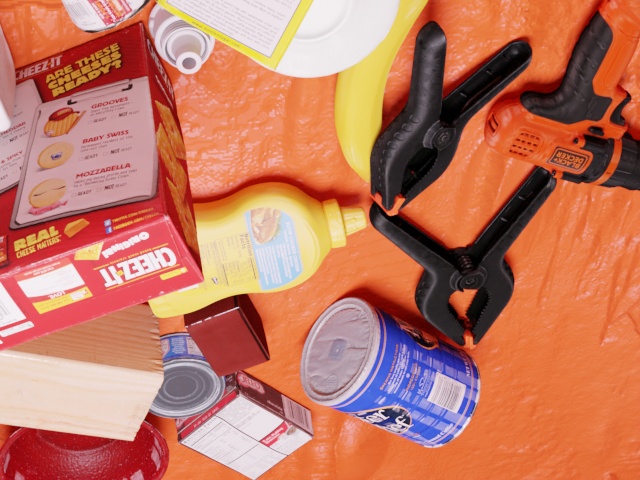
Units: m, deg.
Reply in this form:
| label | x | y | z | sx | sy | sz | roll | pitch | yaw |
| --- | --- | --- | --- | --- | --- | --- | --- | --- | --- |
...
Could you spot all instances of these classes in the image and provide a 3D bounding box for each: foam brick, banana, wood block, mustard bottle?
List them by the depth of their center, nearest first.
| label | x | y | z | sx | sy | sz | roll | pitch | yaw |
| --- | --- | --- | --- | --- | --- | --- | --- | --- | --- |
| banana | 0.046 | -0.124 | 0.820 | 0.069 | 0.037 | 0.198 | 7 | 129 | -19 |
| mustard bottle | -0.056 | 0.001 | 0.891 | 0.191 | 0.058 | 0.096 | -12 | 121 | -3 |
| wood block | -0.247 | 0.097 | 0.908 | 0.205 | 0.091 | 0.090 | 13 | 127 | -23 |
| foam brick | -0.085 | 0.074 | 0.954 | 0.051 | 0.053 | 0.078 | -21 | 131 | 5 |

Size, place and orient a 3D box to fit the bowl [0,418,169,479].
| label | x | y | z | sx | sy | sz | roll | pitch | yaw |
| --- | --- | --- | --- | --- | --- | --- | --- | --- | --- |
| bowl | -0.228 | 0.195 | 1.023 | 0.162 | 0.055 | 0.162 | -7 | 132 | -8 |

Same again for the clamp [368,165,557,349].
| label | x | y | z | sx | sy | sz | roll | pitch | yaw |
| --- | --- | --- | --- | --- | --- | --- | --- | --- | --- |
| clamp | 0.140 | 0.019 | 0.970 | 0.164 | 0.036 | 0.210 | -17 | 135 | 2 |

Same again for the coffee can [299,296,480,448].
| label | x | y | z | sx | sy | sz | roll | pitch | yaw |
| --- | --- | --- | --- | --- | --- | --- | --- | --- | --- |
| coffee can | 0.066 | 0.125 | 1.002 | 0.140 | 0.103 | 0.103 | 27 | 120 | -32 |

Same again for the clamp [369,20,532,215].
| label | x | y | z | sx | sy | sz | roll | pitch | yaw |
| --- | --- | --- | --- | --- | --- | --- | --- | --- | --- |
| clamp | 0.096 | -0.095 | 0.841 | 0.120 | 0.039 | 0.172 | -3 | 134 | -32 |

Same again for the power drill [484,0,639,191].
| label | x | y | z | sx | sy | sz | roll | pitch | yaw |
| --- | --- | --- | --- | --- | --- | --- | --- | --- | --- |
| power drill | 0.248 | -0.123 | 0.856 | 0.184 | 0.057 | 0.188 | 12 | 127 | -23 |

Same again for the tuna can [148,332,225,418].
| label | x | y | z | sx | sy | sz | roll | pitch | yaw |
| --- | --- | --- | --- | --- | --- | --- | --- | --- | --- |
| tuna can | -0.132 | 0.128 | 1.002 | 0.086 | 0.034 | 0.086 | -7 | 132 | -8 |

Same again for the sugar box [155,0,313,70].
| label | x | y | z | sx | sy | sz | roll | pitch | yaw |
| --- | --- | --- | --- | --- | --- | --- | --- | --- | --- |
| sugar box | -0.027 | -0.211 | 0.694 | 0.093 | 0.048 | 0.176 | 27 | 111 | -12 |

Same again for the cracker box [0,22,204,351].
| label | x | y | z | sx | sy | sz | roll | pitch | yaw |
| --- | --- | --- | --- | --- | --- | --- | --- | --- | --- |
| cracker box | -0.174 | -0.038 | 0.723 | 0.164 | 0.214 | 0.072 | -19 | 134 | 4 |

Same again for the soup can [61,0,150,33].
| label | x | y | z | sx | sy | sz | roll | pitch | yaw |
| --- | --- | --- | --- | --- | --- | --- | --- | --- | --- |
| soup can | -0.157 | -0.193 | 0.688 | 0.068 | 0.068 | 0.102 | -25 | 132 | 9 |

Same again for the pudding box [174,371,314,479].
| label | x | y | z | sx | sy | sz | roll | pitch | yaw |
| --- | --- | --- | --- | --- | --- | --- | --- | --- | --- |
| pudding box | -0.075 | 0.186 | 1.065 | 0.090 | 0.039 | 0.113 | -38 | 127 | 20 |
